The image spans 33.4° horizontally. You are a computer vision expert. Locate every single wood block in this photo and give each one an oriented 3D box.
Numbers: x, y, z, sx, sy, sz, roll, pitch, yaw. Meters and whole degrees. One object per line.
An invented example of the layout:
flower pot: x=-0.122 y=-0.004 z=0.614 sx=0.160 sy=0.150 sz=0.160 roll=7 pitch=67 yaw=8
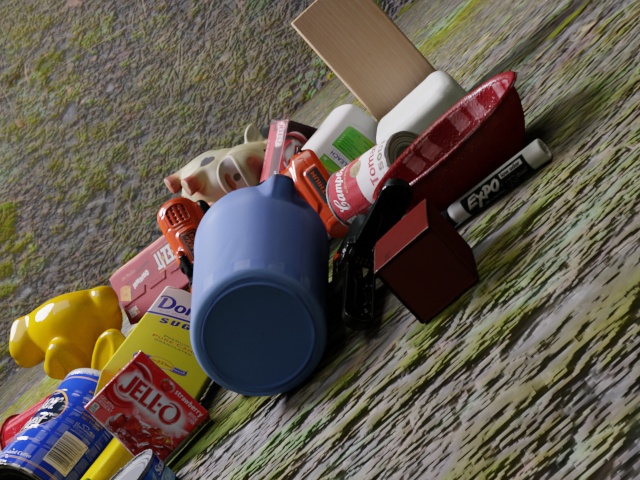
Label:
wood block: x=0.067 y=-0.210 z=1.263 sx=0.091 sy=0.206 sz=0.090 roll=-42 pitch=10 yaw=8

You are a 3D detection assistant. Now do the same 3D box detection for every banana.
banana: x=-0.192 y=0.213 z=1.010 sx=0.070 sy=0.037 sz=0.197 roll=-48 pitch=3 yaw=19

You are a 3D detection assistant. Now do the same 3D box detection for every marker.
marker: x=0.130 y=-0.038 z=0.846 sx=0.121 sy=0.020 sz=0.020 roll=-38 pitch=11 yaw=28

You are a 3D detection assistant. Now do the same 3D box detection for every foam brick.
foam brick: x=0.074 y=0.014 z=0.760 sx=0.053 sy=0.051 sz=0.078 roll=-42 pitch=10 yaw=15

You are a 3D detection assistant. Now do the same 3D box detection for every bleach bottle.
bleach bottle: x=-0.011 y=-0.033 z=1.209 sx=0.250 sy=0.102 sz=0.068 roll=-54 pitch=17 yaw=-21

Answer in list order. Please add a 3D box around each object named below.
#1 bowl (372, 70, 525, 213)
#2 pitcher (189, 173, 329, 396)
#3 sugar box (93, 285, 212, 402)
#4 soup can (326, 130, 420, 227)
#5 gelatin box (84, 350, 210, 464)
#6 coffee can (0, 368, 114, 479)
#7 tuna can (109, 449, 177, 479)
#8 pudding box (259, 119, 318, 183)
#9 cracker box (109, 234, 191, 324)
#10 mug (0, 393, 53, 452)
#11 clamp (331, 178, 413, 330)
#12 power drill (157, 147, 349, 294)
bowl: x=0.121 y=-0.071 z=0.912 sx=0.162 sy=0.055 sz=0.162 roll=-42 pitch=10 yaw=9
pitcher: x=-0.055 y=0.052 z=0.939 sx=0.145 sy=0.149 sz=0.243 roll=-28 pitch=15 yaw=6
sugar box: x=-0.148 y=0.115 z=1.075 sx=0.176 sy=0.093 sz=0.048 roll=-63 pitch=-4 yaw=-59
soup can: x=0.062 y=-0.058 z=1.057 sx=0.102 sy=0.068 sz=0.068 roll=-31 pitch=15 yaw=50
gelatin box: x=-0.156 y=0.155 z=0.963 sx=0.073 sy=0.089 sz=0.030 roll=-46 pitch=-14 yaw=-14
coffee can: x=-0.255 y=0.213 z=1.078 sx=0.103 sy=0.103 sz=0.140 roll=-34 pitch=14 yaw=43
tuna can: x=-0.159 y=0.216 z=0.885 sx=0.086 sy=0.033 sz=0.086 roll=-42 pitch=10 yaw=9
pudding box: x=-0.016 y=-0.089 z=1.273 sx=0.039 sy=0.113 sz=0.090 roll=10 pitch=89 yaw=46
cracker box: x=-0.124 y=0.013 z=1.290 sx=0.213 sy=0.072 sz=0.164 roll=-21 pitch=-10 yaw=-48
mug: x=-0.336 y=0.250 z=1.324 sx=0.082 sy=0.093 sz=0.117 roll=-34 pitch=44 yaw=24
clamp: x=0.033 y=0.023 z=0.876 sx=0.171 sy=0.039 sz=0.120 roll=122 pitch=172 yaw=-76
power drill: x=-0.057 y=0.001 z=1.115 sx=0.187 sy=0.184 sz=0.057 roll=-28 pitch=-22 yaw=-8
